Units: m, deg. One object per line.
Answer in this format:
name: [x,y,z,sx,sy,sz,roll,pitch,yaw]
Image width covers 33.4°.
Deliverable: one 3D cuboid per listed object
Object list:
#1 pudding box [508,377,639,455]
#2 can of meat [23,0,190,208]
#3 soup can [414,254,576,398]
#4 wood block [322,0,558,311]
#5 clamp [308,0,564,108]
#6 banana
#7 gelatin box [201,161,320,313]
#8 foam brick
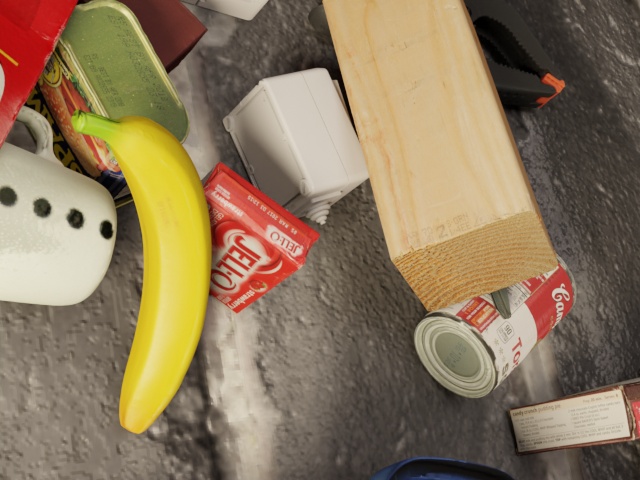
pudding box: [0.198,0.117,0.722,0.089,0.114,0.039,-5,76,-32]
can of meat: [-0.128,-0.078,0.626,0.057,0.084,0.102,-27,86,-36]
soup can: [0.120,0.052,0.730,0.102,0.069,0.068,-38,92,-36]
wood block: [0.076,-0.072,0.696,0.090,0.090,0.206,49,24,-57]
clamp: [0.102,-0.180,0.837,0.209,0.036,0.164,27,59,-15]
banana: [-0.090,0.012,0.579,0.069,0.037,0.198,-18,120,-24]
gelatin box: [-0.054,0.001,0.634,0.073,0.089,0.030,37,55,-13]
foam brick: [-0.123,-0.135,0.673,0.078,0.053,0.051,44,55,-9]
